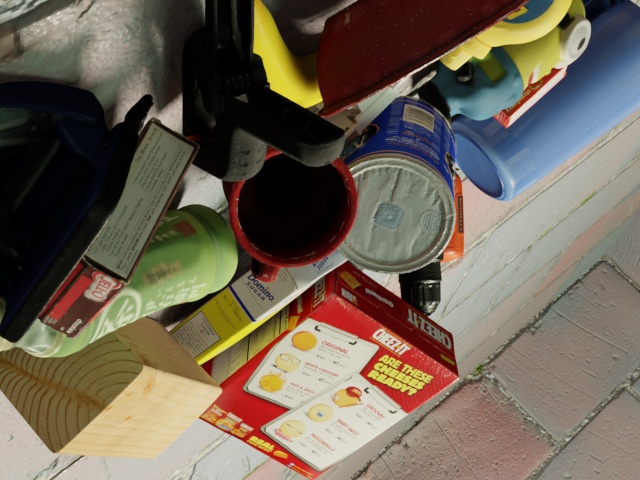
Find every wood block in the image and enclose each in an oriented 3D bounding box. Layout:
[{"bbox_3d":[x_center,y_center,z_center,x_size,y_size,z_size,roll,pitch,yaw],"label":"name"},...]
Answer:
[{"bbox_3d":[-0.164,0.112,0.852,0.090,0.091,0.206,-44,164,-1],"label":"wood block"}]

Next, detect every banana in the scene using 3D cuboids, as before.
[{"bbox_3d":[-0.023,-0.124,0.725,0.197,0.037,0.070,-10,113,-68],"label":"banana"}]

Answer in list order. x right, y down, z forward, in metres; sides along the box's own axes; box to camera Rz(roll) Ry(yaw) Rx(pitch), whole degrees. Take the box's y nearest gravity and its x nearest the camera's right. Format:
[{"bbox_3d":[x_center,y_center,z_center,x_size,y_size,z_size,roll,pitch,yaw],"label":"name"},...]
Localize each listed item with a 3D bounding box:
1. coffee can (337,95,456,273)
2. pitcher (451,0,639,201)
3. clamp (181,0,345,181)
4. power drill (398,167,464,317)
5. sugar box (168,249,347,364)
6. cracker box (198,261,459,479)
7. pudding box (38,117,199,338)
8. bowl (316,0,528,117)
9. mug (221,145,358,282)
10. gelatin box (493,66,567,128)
[{"bbox_3d":[0.061,-0.050,0.888,0.103,0.102,0.140,-53,-170,26],"label":"coffee can"},{"bbox_3d":[0.257,-0.161,1.173,0.242,0.149,0.145,-38,178,-11],"label":"pitcher"},{"bbox_3d":[-0.045,-0.082,0.603,0.036,0.164,0.210,-14,161,-21],"label":"clamp"},{"bbox_3d":[0.114,-0.014,1.124,0.187,0.057,0.184,5,84,-77],"label":"power drill"},{"bbox_3d":[-0.060,0.053,0.957,0.177,0.048,0.093,-34,178,37],"label":"sugar box"},{"bbox_3d":[0.002,0.130,1.049,0.214,0.164,0.072,-41,-151,28],"label":"cracker box"},{"bbox_3d":[-0.124,-0.007,0.639,0.090,0.039,0.113,-38,-154,49],"label":"pudding box"},{"bbox_3d":[0.055,-0.144,0.700,0.162,0.055,0.162,-30,-170,6],"label":"bowl"},{"bbox_3d":[-0.030,-0.026,0.788,0.093,0.081,0.117,8,108,-17],"label":"mug"},{"bbox_3d":[0.190,-0.167,1.060,0.089,0.073,0.030,-41,164,-11],"label":"gelatin box"}]
